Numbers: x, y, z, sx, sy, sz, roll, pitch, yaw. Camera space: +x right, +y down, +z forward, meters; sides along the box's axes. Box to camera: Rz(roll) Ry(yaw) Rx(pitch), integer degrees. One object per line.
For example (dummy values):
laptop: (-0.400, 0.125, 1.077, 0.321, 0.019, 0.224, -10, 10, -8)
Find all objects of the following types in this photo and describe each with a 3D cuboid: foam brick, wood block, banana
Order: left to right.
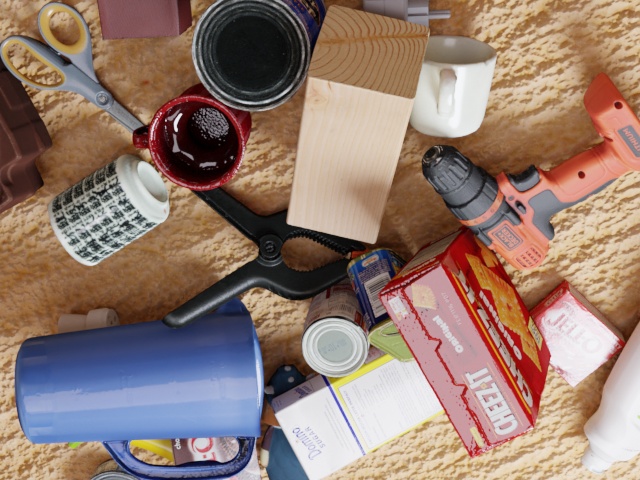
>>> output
foam brick: (-0.165, -0.221, 1.006, 0.078, 0.053, 0.051, -1, 112, 9)
banana: (-0.185, 0.230, 1.203, 0.198, 0.037, 0.070, 18, 132, 1)
wood block: (0.029, -0.098, 0.960, 0.091, 0.090, 0.206, 14, 145, 2)

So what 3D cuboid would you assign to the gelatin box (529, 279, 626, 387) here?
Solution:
gelatin box: (0.255, 0.096, 1.093, 0.089, 0.030, 0.073, 42, 111, -10)

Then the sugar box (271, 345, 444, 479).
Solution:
sugar box: (0.046, 0.170, 1.115, 0.176, 0.048, 0.093, -26, 106, -1)

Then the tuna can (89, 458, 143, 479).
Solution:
tuna can: (-0.229, 0.295, 1.233, 0.086, 0.033, 0.086, 3, 112, 6)

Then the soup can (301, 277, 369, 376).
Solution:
soup can: (0.019, 0.085, 1.080, 0.068, 0.102, 0.068, 2, 112, 6)

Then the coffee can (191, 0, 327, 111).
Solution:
coffee can: (-0.051, -0.184, 0.959, 0.103, 0.140, 0.103, 3, 112, 6)

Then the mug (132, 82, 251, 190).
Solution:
mug: (-0.123, -0.104, 1.032, 0.117, 0.081, 0.093, -5, 111, 9)

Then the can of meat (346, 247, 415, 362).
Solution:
can of meat: (0.075, 0.063, 1.051, 0.057, 0.084, 0.102, -30, 147, 18)

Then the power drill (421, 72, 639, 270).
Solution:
power drill: (0.207, -0.070, 0.991, 0.188, 0.057, 0.184, -36, 130, 19)

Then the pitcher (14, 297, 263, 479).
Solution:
pitcher: (-0.178, 0.154, 1.085, 0.242, 0.149, 0.145, -5, 132, -4)

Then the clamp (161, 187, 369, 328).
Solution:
clamp: (-0.057, 0.001, 1.073, 0.210, 0.036, 0.164, -3, 79, -6)

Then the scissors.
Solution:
scissors: (-0.214, -0.161, 1.054, 0.201, 0.016, 0.096, 25, 97, -16)

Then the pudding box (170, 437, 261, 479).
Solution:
pudding box: (-0.116, 0.232, 1.165, 0.090, 0.039, 0.113, -11, 97, -13)

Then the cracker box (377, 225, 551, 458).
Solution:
cracker box: (0.142, 0.081, 0.986, 0.072, 0.213, 0.164, -30, 91, 18)
